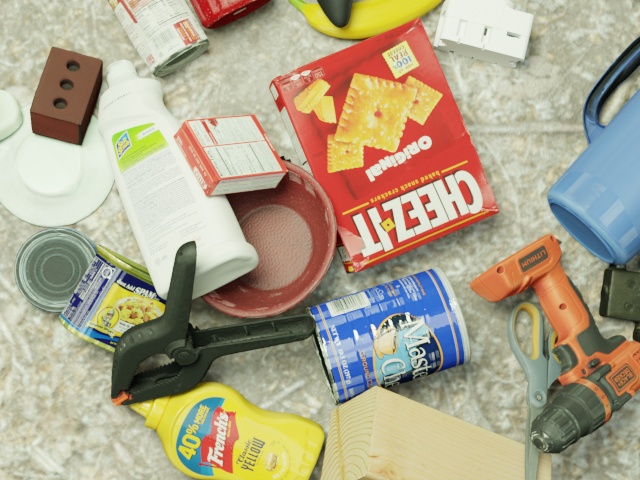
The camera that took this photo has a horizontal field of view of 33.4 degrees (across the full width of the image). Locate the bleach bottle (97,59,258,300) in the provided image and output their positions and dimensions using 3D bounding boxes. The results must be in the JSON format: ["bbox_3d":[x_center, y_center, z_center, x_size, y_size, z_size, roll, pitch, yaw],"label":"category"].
[{"bbox_3d":[-0.151,-0.070,1.042,0.102,0.068,0.251,-26,70,10],"label":"bleach bottle"}]

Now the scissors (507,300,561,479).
[{"bbox_3d":[0.234,0.154,1.076,0.096,0.016,0.202,7,59,-19],"label":"scissors"}]

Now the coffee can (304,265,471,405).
[{"bbox_3d":[0.066,0.094,1.062,0.140,0.103,0.103,-17,90,-5],"label":"coffee can"}]

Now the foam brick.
[{"bbox_3d":[-0.251,-0.143,1.057,0.053,0.051,0.078,14,67,-6],"label":"foam brick"}]

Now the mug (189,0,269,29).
[{"bbox_3d":[-0.090,-0.269,1.075,0.117,0.093,0.081,-31,97,-41],"label":"mug"}]

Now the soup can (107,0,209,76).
[{"bbox_3d":[-0.165,-0.224,1.070,0.068,0.068,0.102,-32,92,-5],"label":"soup can"}]

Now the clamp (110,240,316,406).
[{"bbox_3d":[-0.132,0.088,1.000,0.210,0.036,0.164,-31,129,21],"label":"clamp"}]

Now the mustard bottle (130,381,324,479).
[{"bbox_3d":[-0.099,0.195,1.068,0.191,0.058,0.096,23,92,-3],"label":"mustard bottle"}]

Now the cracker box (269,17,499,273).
[{"bbox_3d":[0.064,-0.094,1.083,0.164,0.072,0.214,-23,91,-5],"label":"cracker box"}]

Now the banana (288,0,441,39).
[{"bbox_3d":[0.069,-0.251,1.106,0.197,0.037,0.069,-16,90,-5],"label":"banana"}]

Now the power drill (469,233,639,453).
[{"bbox_3d":[0.231,0.099,1.059,0.184,0.057,0.188,-27,82,-38],"label":"power drill"}]

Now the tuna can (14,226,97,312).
[{"bbox_3d":[-0.262,0.029,1.068,0.086,0.034,0.086,0,91,-8],"label":"tuna can"}]

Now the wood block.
[{"bbox_3d":[0.113,0.226,1.030,0.205,0.090,0.090,23,56,-20],"label":"wood block"}]

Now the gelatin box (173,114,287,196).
[{"bbox_3d":[-0.086,-0.082,1.018,0.089,0.030,0.073,-11,62,-42],"label":"gelatin box"}]

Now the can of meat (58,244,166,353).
[{"bbox_3d":[-0.194,0.064,1.048,0.102,0.058,0.084,32,88,-42],"label":"can of meat"}]

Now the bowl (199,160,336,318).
[{"bbox_3d":[-0.057,0.001,1.064,0.162,0.055,0.162,-3,77,13],"label":"bowl"}]
